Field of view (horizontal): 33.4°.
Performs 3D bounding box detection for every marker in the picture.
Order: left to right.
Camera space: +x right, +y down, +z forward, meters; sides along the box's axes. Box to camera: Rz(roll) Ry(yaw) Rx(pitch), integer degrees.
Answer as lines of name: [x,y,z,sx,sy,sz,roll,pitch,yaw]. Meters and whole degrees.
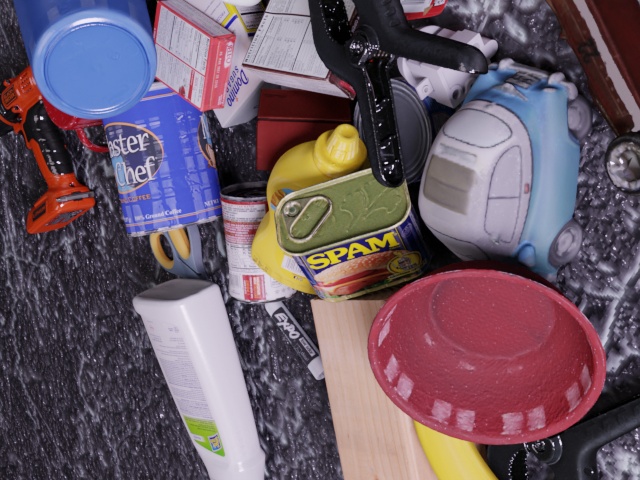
marker: [-0.030,0.083,1.031,0.121,0.020,0.020,52,135,25]

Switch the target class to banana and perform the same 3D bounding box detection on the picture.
banana: [0.114,0.161,0.803,0.070,0.037,0.198,-24,88,26]

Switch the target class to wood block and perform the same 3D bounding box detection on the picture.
wood block: [0.070,0.137,0.879,0.090,0.090,0.206,-3,100,49]

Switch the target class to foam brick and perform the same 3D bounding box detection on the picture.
foam brick: [-0.014,-0.092,0.896,0.053,0.078,0.051,-87,-1,-54]

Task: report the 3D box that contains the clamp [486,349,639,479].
clamp: [0.182,0.147,0.795,0.165,0.036,0.210,24,119,40]

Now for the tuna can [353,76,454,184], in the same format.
tuna can: [0.067,-0.088,0.851,0.086,0.033,0.086,19,116,44]

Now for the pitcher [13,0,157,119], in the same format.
pitcher: [-0.229,-0.226,0.998,0.145,0.149,0.243,-65,30,30]

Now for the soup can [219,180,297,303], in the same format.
soup can: [-0.057,0.001,0.997,0.069,0.068,0.102,14,113,46]

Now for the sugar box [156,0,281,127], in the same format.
sugar box: [-0.094,-0.204,0.992,0.093,0.048,0.176,-40,75,48]

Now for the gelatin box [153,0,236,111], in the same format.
gelatin box: [-0.117,-0.169,0.972,0.089,0.030,0.073,37,129,34]

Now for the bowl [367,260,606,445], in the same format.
bowl: [0.116,0.068,0.744,0.162,0.055,0.162,8,129,10]

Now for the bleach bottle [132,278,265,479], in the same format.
bleach bottle: [-0.116,0.167,1.115,0.103,0.067,0.251,2,112,51]

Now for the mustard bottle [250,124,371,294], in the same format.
mustard bottle: [0.002,-0.029,0.873,0.096,0.058,0.192,22,146,2]

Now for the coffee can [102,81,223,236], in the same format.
coffee can: [-0.156,-0.083,1.057,0.103,0.102,0.140,-5,99,50]

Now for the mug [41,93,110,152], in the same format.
mug: [-0.246,-0.153,1.154,0.093,0.081,0.117,-3,100,49]

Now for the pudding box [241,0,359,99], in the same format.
pudding box: [-0.004,-0.170,0.875,0.114,0.039,0.090,19,86,46]

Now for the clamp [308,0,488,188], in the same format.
clamp: [0.046,-0.136,0.743,0.120,0.039,0.171,-41,67,35]

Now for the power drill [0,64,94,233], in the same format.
power drill: [-0.352,-0.108,1.310,0.185,0.057,0.187,-24,84,50]

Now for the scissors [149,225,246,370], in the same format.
scissors: [-0.136,0.051,1.147,0.096,0.016,0.202,-24,84,52]

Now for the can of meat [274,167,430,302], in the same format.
can of meat: [0.027,-0.002,0.807,0.084,0.102,0.057,58,-162,-54]
